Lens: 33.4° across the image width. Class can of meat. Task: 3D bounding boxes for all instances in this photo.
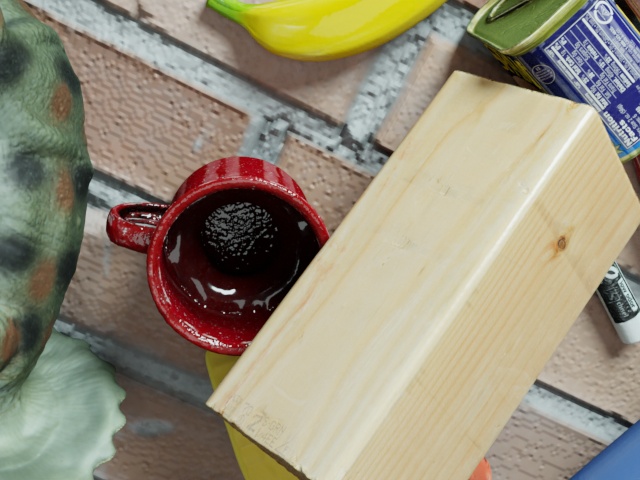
[{"bbox_3d":[0.128,-0.090,0.537,0.057,0.102,0.084,-43,107,8],"label":"can of meat"}]

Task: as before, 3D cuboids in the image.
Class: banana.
[{"bbox_3d":[0.041,-0.146,0.546,0.198,0.037,0.069,-31,106,5],"label":"banana"}]

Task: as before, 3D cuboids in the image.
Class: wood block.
[{"bbox_3d":[0.055,0.032,0.513,0.206,0.090,0.090,-53,135,-12],"label":"wood block"}]

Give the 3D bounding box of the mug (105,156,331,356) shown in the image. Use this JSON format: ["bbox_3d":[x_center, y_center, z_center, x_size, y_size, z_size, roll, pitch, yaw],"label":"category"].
[{"bbox_3d":[-0.054,0.001,0.560,0.117,0.081,0.093,9,106,-7],"label":"mug"}]
